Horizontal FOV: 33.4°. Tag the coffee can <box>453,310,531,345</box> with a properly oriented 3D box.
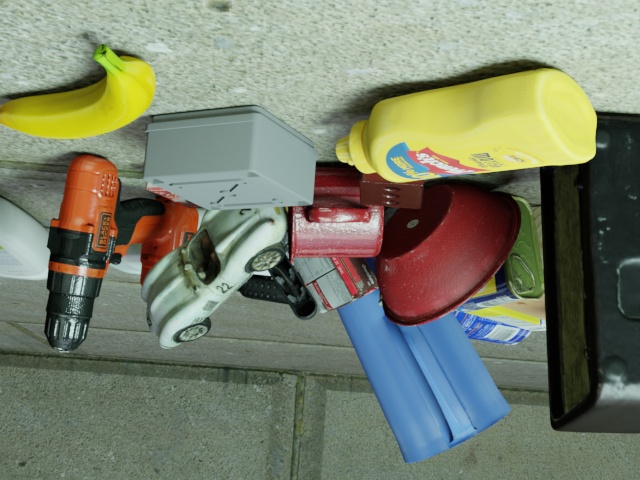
[{"bbox_3d":[0.186,0.070,1.315,0.140,0.103,0.103,11,166,-32],"label":"coffee can"}]

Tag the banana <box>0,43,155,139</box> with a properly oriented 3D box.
[{"bbox_3d":[-0.173,-0.105,0.790,0.069,0.037,0.198,32,154,-29],"label":"banana"}]

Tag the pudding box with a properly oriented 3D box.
[{"bbox_3d":[0.010,0.025,1.111,0.039,0.090,0.114,-27,178,-22],"label":"pudding box"}]

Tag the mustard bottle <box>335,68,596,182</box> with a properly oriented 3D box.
[{"bbox_3d":[0.093,-0.077,0.770,0.192,0.058,0.096,-5,165,37],"label":"mustard bottle"}]

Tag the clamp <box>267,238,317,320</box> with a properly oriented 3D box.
[{"bbox_3d":[-0.057,0.001,1.102,0.039,0.120,0.172,-27,-150,-8],"label":"clamp"}]

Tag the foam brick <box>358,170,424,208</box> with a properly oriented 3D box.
[{"bbox_3d":[0.059,-0.060,0.872,0.053,0.051,0.078,3,168,5],"label":"foam brick"}]

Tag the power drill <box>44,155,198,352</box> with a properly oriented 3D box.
[{"bbox_3d":[-0.196,0.018,1.052,0.057,0.184,0.187,11,-179,23],"label":"power drill"}]

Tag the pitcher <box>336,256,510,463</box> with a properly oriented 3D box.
[{"bbox_3d":[0.102,0.116,1.193,0.144,0.243,0.149,-23,174,-46],"label":"pitcher"}]

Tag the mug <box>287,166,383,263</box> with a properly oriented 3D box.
[{"bbox_3d":[0.013,-0.025,0.953,0.081,0.093,0.117,0,-179,-4],"label":"mug"}]

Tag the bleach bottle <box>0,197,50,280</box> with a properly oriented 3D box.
[{"bbox_3d":[-0.370,-0.015,1.207,0.102,0.068,0.251,4,166,-1],"label":"bleach bottle"}]

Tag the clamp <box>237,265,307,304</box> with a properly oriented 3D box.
[{"bbox_3d":[-0.078,0.051,1.313,0.164,0.036,0.210,-2,-172,-22],"label":"clamp"}]

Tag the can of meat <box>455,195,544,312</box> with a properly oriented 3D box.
[{"bbox_3d":[0.164,0.016,1.043,0.057,0.102,0.084,4,164,-44],"label":"can of meat"}]

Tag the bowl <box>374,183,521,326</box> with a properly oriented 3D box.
[{"bbox_3d":[0.103,0.000,0.983,0.055,0.162,0.162,44,150,-22],"label":"bowl"}]
